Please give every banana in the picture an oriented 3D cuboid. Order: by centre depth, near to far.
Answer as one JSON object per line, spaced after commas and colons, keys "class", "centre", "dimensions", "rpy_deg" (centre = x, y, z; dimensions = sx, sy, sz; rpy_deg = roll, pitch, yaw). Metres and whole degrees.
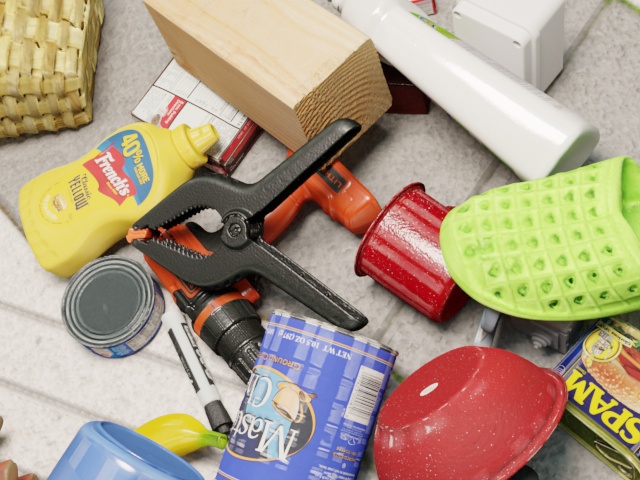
{"class": "banana", "centre": [-0.164, 0.197, 0.852], "dimensions": [0.198, 0.037, 0.070], "rpy_deg": [-39, 26, -1]}

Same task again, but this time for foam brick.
{"class": "foam brick", "centre": [0.061, -0.150, 0.962], "dimensions": [0.078, 0.051, 0.053], "rpy_deg": [4, 67, 15]}

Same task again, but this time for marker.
{"class": "marker", "centre": [-0.103, 0.111, 0.897], "dimensions": [0.020, 0.020, 0.121], "rpy_deg": [-29, 62, -1]}

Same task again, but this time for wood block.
{"class": "wood block", "centre": [-0.047, -0.163, 0.918], "dimensions": [0.090, 0.090, 0.206], "rpy_deg": [-44, 56, -11]}

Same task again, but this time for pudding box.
{"class": "pudding box", "centre": [-0.108, -0.122, 0.998], "dimensions": [0.114, 0.039, 0.090], "rpy_deg": [29, 74, 22]}

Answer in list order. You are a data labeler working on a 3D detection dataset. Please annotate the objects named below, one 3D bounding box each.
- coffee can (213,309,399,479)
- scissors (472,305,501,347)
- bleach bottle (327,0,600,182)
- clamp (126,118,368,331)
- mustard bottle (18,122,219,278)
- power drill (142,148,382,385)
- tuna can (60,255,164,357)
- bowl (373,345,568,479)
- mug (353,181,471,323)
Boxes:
{"class": "coffee can", "centre": [-0.011, 0.135, 0.803], "dimensions": [0.103, 0.102, 0.140], "rpy_deg": [16, 81, 20]}
{"class": "scissors", "centre": [0.151, 0.005, 0.849], "dimensions": [0.016, 0.096, 0.201], "rpy_deg": [16, 73, 9]}
{"class": "bleach bottle", "centre": [0.108, -0.139, 0.882], "dimensions": [0.251, 0.102, 0.068], "rpy_deg": [41, 105, 19]}
{"class": "clamp", "centre": [-0.056, 0.001, 0.854], "dimensions": [0.210, 0.036, 0.164], "rpy_deg": [-10, 85, 20]}
{"class": "mustard bottle", "centre": [-0.174, -0.050, 0.950], "dimensions": [0.192, 0.058, 0.096], "rpy_deg": [-29, 61, 11]}
{"class": "power drill", "centre": [-0.039, 0.012, 0.907], "dimensions": [0.187, 0.057, 0.185], "rpy_deg": [-39, 63, -6]}
{"class": "tuna can", "centre": [-0.180, 0.058, 0.933], "dimensions": [0.086, 0.033, 0.086], "rpy_deg": [-5, 64, 11]}
{"class": "bowl", "centre": [0.094, 0.125, 0.765], "dimensions": [0.162, 0.162, 0.055], "rpy_deg": [-38, 101, -6]}
{"class": "mug", "centre": [0.094, 0.008, 0.868], "dimensions": [0.081, 0.093, 0.117], "rpy_deg": [36, 41, 20]}
